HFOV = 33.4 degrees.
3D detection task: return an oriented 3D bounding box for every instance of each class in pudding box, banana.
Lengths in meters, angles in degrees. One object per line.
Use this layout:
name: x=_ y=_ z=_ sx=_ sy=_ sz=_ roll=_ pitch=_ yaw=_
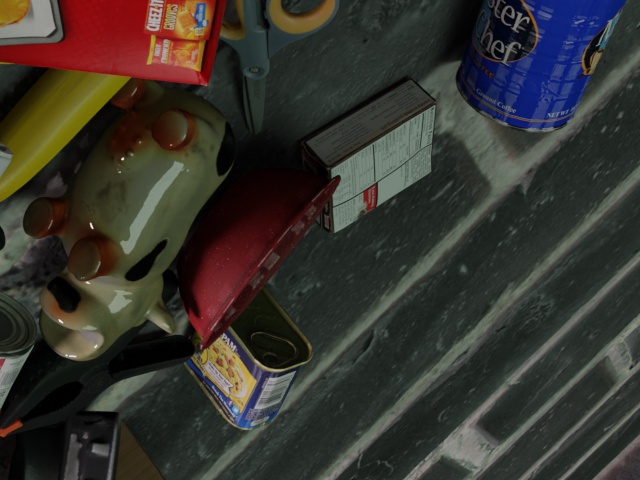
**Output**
pudding box: x=0.040 y=-0.067 z=0.859 sx=0.113 sy=0.039 sz=0.090 roll=-34 pitch=149 yaw=-20
banana: x=-0.132 y=-0.091 z=0.594 sx=0.198 sy=0.037 sz=0.069 roll=-43 pitch=-171 yaw=15

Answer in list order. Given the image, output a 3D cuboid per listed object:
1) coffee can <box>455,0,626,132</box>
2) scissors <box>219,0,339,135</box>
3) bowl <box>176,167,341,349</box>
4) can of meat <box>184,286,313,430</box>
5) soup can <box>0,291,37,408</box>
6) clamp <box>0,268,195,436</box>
coffee can: x=0.172 y=-0.169 z=0.820 sx=0.102 sy=0.103 sz=0.140 roll=-22 pitch=145 yaw=-33
scissors: x=-0.024 y=-0.118 z=0.670 sx=0.096 sy=0.016 sz=0.201 roll=-6 pitch=158 yaw=11
bowl: x=-0.055 y=0.001 z=0.777 sx=0.162 sy=0.055 sz=0.162 roll=-52 pitch=177 yaw=-4
can of meat: x=-0.063 y=0.094 z=0.879 sx=0.057 sy=0.102 sz=0.084 roll=-14 pitch=142 yaw=-41
soup can: x=-0.234 y=0.088 z=0.694 sx=0.068 sy=0.069 sz=0.102 roll=0 pitch=130 yaw=-51
clamp: x=-0.169 y=0.097 z=0.817 sx=0.171 sy=0.039 sz=0.120 roll=-32 pitch=145 yaw=-8
